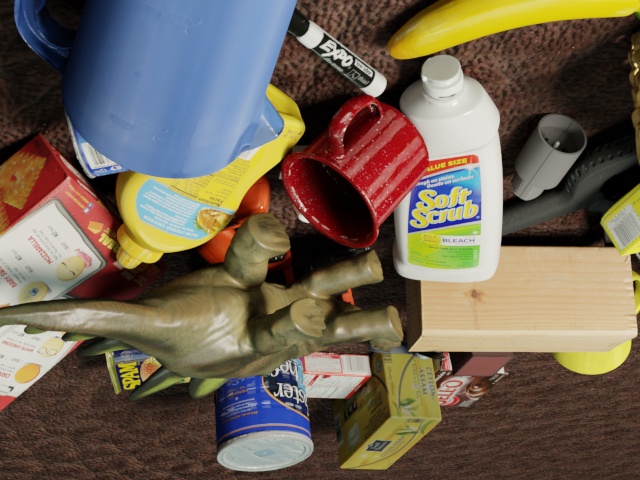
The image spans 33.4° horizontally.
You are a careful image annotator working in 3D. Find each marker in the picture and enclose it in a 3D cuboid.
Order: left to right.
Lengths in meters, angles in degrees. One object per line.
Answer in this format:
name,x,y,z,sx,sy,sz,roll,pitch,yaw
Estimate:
marker,0.007,-0.140,0.782,0.020,0.020,0.121,-27,144,29

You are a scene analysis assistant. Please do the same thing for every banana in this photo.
banana,0.146,-0.162,0.757,0.198,0.037,0.069,-7,148,-1

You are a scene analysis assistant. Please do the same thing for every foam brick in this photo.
foam brick,0.170,0.104,1.166,0.053,0.078,0.051,2,147,-20

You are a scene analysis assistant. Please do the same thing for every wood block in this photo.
wood block,0.193,0.058,1.051,0.206,0.091,0.090,1,163,-4

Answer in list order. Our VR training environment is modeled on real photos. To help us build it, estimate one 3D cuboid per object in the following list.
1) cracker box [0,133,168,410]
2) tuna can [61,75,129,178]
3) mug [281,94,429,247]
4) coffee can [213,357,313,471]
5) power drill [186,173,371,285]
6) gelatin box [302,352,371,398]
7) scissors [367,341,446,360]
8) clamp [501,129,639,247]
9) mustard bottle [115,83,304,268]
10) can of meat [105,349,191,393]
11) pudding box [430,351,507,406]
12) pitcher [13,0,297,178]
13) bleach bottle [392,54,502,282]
cracker box,-0.258,0.036,0.888,0.213,0.072,0.164,-40,145,0
tuna can,-0.157,-0.090,0.766,0.034,0.086,0.086,-10,149,1
mug,0.029,-0.063,0.820,0.093,0.081,0.117,27,148,29
coffee can,-0.066,0.166,1.156,0.102,0.140,0.103,-5,149,-3
power drill,-0.056,0.001,0.966,0.184,0.057,0.187,-13,149,10
gelatin box,0.006,0.161,1.272,0.089,0.030,0.073,5,148,-20
scissors,0.092,0.118,1.154,0.096,0.016,0.201,2,178,9
clamp,0.262,-0.043,0.981,0.164,0.036,0.210,9,150,-27
mustard bottle,-0.103,-0.046,0.830,0.096,0.058,0.192,20,123,-35
can of meat,-0.182,0.118,1.136,0.084,0.057,0.102,-6,150,-7
pudding box,0.162,0.167,1.306,0.090,0.039,0.114,5,147,-19
pitcher,-0.082,-0.162,0.634,0.149,0.145,0.243,-17,153,-32
bleach bottle,0.101,-0.058,0.896,0.103,0.068,0.251,4,146,13
